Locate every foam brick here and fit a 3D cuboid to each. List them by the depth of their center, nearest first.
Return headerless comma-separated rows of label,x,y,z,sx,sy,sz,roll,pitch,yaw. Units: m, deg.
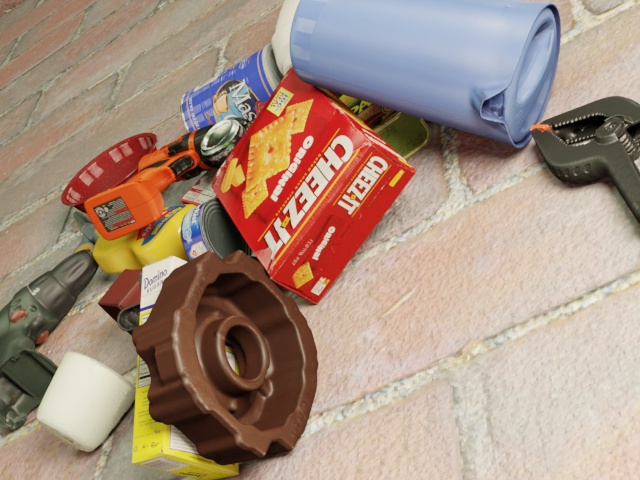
foam brick,-0.190,0.074,1.154,0.053,0.078,0.051,2,51,52

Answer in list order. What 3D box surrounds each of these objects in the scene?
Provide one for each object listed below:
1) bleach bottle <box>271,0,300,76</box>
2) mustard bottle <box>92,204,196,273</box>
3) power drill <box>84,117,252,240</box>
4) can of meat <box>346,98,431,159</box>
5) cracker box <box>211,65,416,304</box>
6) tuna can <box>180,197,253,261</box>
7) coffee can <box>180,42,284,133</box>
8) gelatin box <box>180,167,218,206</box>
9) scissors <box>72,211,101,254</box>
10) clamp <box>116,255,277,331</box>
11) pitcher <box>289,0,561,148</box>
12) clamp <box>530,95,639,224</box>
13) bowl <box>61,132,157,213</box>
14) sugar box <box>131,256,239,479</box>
bleach bottle,-0.013,-0.253,1.359,0.068,0.102,0.250,-30,23,22
mustard bottle,-0.189,-0.004,1.285,0.192,0.058,0.096,-4,34,47
power drill,-0.180,-0.077,1.277,0.185,0.057,0.187,-21,16,35
can of meat,0.063,-0.118,1.149,0.102,0.057,0.084,-35,31,11
cracker box,-0.017,-0.063,1.080,0.164,0.072,0.214,-54,34,12
tuna can,-0.112,-0.001,1.160,0.034,0.086,0.086,-24,32,30
coffee can,-0.094,-0.177,1.373,0.140,0.102,0.102,-25,31,26
gelatin box,-0.122,-0.066,1.325,0.089,0.030,0.073,-48,31,-16
scissors,-0.337,0.000,1.503,0.096,0.016,0.202,-51,30,-20
clamp,-0.121,0.051,1.068,0.120,0.171,0.039,-34,67,53
pitcher,0.102,-0.183,1.024,0.243,0.149,0.145,17,85,25
clamp,0.247,-0.075,0.885,0.164,0.036,0.210,-51,28,-21
bowl,-0.284,-0.083,1.507,0.162,0.055,0.162,-26,27,14
sugar box,-0.114,0.111,0.924,0.048,0.093,0.176,-21,58,32
